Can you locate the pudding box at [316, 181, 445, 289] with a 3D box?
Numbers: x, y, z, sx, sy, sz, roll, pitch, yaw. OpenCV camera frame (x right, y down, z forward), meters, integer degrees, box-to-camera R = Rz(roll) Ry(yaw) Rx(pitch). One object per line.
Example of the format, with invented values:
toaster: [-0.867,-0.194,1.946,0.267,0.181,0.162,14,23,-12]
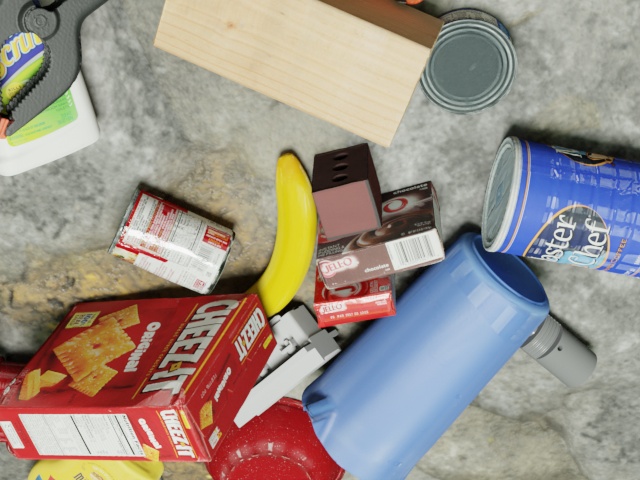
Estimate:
pudding box: [0.054,-0.005,0.970,0.113,0.090,0.039,-13,121,11]

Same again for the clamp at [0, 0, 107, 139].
clamp: [-0.235,-0.186,0.850,0.164,0.036,0.210,25,96,-31]

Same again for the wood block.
wood block: [-0.016,-0.166,0.858,0.206,0.090,0.090,23,120,2]

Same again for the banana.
banana: [-0.041,0.011,1.016,0.069,0.037,0.198,21,120,-10]

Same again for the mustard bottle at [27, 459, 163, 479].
mustard bottle: [-0.264,0.266,1.164,0.192,0.058,0.096,-37,103,29]

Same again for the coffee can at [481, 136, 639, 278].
coffee can: [0.223,-0.029,0.937,0.140,0.102,0.103,11,121,-3]

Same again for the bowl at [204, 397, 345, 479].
bowl: [-0.052,0.246,1.147,0.162,0.055,0.162,2,120,3]

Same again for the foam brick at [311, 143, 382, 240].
foam brick: [0.024,-0.045,0.956,0.053,0.078,0.051,-14,118,9]

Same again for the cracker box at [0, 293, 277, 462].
cracker box: [-0.171,0.123,0.989,0.214,0.164,0.072,-5,122,26]

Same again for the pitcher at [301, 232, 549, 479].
pitcher: [0.109,0.113,1.025,0.145,0.149,0.243,39,113,-2]

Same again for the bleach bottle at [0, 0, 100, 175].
bleach bottle: [-0.272,-0.186,0.891,0.102,0.068,0.251,-24,118,-13]

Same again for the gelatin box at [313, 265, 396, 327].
gelatin box: [0.032,0.041,0.999,0.073,0.089,0.030,-9,120,9]

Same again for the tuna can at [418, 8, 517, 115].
tuna can: [0.123,-0.153,0.910,0.086,0.033,0.086,2,121,3]

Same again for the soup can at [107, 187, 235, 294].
soup can: [-0.139,0.001,0.999,0.102,0.068,0.069,24,119,-11]
